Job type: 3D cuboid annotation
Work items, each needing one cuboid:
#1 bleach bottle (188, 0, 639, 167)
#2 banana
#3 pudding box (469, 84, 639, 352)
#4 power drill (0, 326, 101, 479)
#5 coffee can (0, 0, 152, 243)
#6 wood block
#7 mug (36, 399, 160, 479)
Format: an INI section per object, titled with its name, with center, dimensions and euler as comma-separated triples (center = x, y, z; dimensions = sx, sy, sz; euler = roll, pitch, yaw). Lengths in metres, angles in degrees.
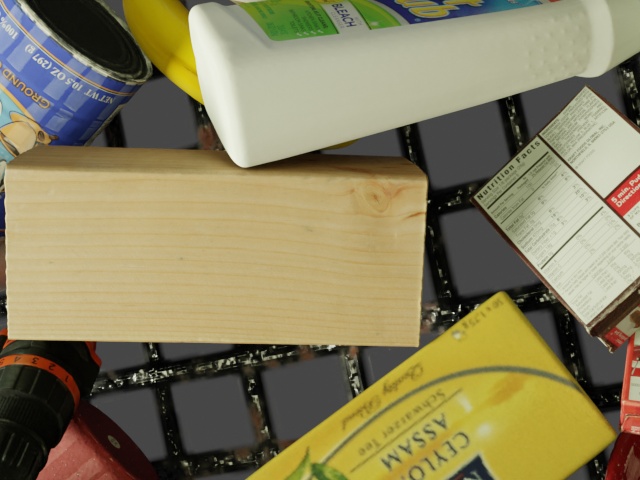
[bleach bottle]
center = 0.065, -0.105, 0.550
dimensions = 0.250, 0.103, 0.068
euler = -14, 122, -10
[banana]
center = -0.049, -0.099, 0.621
dimensions = 0.198, 0.069, 0.037
euler = 29, 125, 13
[pudding box]
center = 0.144, -0.014, 0.551
dimensions = 0.090, 0.039, 0.114
euler = -46, 47, 13
[power drill]
center = -0.215, 0.104, 0.623
dimensions = 0.188, 0.184, 0.057
euler = -23, 117, 20
[coffee can]
center = -0.183, -0.081, 0.630
dimensions = 0.140, 0.102, 0.103
euler = -44, 79, 19
[wood block]
center = -0.054, 0.000, 0.567
dimensions = 0.206, 0.090, 0.091
euler = 1, 101, -4
[mug]
center = -0.142, 0.157, 0.638
dimensions = 0.081, 0.093, 0.117
euler = -43, 116, -3
